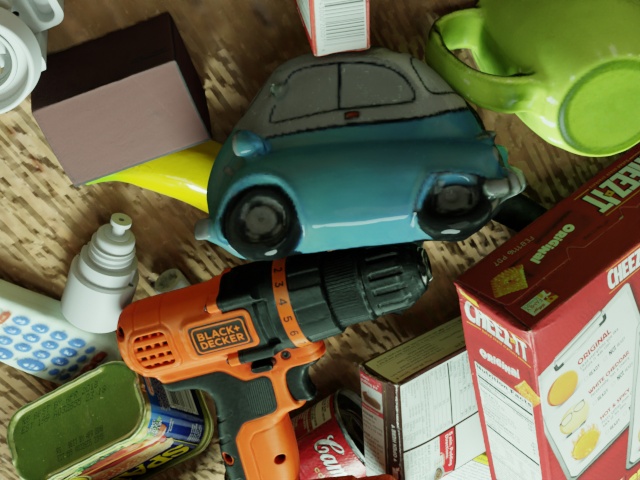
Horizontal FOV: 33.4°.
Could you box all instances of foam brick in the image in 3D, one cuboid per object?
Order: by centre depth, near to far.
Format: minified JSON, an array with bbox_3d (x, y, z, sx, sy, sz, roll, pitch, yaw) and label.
[{"bbox_3d":[-0.102,-0.071,0.546,0.078,0.053,0.051,-18,130,3],"label":"foam brick"}]

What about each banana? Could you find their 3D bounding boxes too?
[{"bbox_3d":[-0.043,-0.008,0.624,0.070,0.037,0.197,-26,130,34],"label":"banana"}]

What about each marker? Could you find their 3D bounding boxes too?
[{"bbox_3d":[-0.067,0.063,0.684,0.020,0.020,0.121,-26,129,9],"label":"marker"}]

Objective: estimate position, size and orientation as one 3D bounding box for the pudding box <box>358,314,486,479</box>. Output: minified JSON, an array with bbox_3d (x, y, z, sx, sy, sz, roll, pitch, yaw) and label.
[{"bbox_3d":[0.079,0.104,0.695,0.113,0.039,0.090,-22,118,-35],"label":"pudding box"}]

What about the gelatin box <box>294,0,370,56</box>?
[{"bbox_3d":[0.002,-0.143,0.497,0.030,0.073,0.089,-9,129,-7],"label":"gelatin box"}]

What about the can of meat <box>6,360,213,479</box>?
[{"bbox_3d":[-0.132,0.119,0.670,0.102,0.057,0.083,-28,156,11],"label":"can of meat"}]

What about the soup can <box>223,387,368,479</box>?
[{"bbox_3d":[-0.008,0.157,0.742,0.102,0.068,0.068,-35,127,17],"label":"soup can"}]

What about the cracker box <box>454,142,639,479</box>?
[{"bbox_3d":[0.174,0.070,0.673,0.164,0.072,0.213,-35,133,-21],"label":"cracker box"}]

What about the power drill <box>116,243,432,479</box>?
[{"bbox_3d":[-0.006,0.096,0.621,0.185,0.057,0.187,-14,108,15],"label":"power drill"}]
